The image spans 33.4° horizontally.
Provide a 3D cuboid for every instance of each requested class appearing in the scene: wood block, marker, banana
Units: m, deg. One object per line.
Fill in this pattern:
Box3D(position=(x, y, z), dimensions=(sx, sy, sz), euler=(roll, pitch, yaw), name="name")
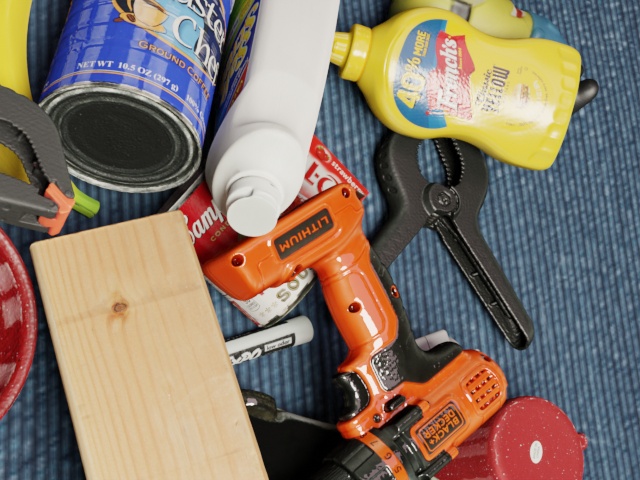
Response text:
Box3D(position=(-0.092, 0.099, 0.597), dimensions=(0.090, 0.090, 0.206), euler=(-14, 65, -14), name="wood block")
Box3D(position=(-0.059, 0.074, 0.707), dimensions=(0.120, 0.020, 0.020), euler=(-15, 81, -32), name="marker")
Box3D(position=(-0.195, -0.106, 0.682), dimensions=(0.069, 0.037, 0.198), euler=(-1, 76, -58), name="banana")

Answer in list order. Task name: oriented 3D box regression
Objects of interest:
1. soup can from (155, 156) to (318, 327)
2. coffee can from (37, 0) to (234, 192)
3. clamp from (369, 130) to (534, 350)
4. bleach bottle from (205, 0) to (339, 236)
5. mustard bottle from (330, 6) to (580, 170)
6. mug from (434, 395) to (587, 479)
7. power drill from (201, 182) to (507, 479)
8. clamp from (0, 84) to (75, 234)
Box3D(position=(-0.055, 0.001, 0.705), dimensions=(0.102, 0.069, 0.068), euler=(42, 58, -12), name="soup can")
Box3D(position=(-0.114, -0.116, 0.674), dimensions=(0.102, 0.103, 0.140), euler=(22, 54, -22), name="coffee can")
Box3D(position=(0.077, -0.021, 0.804), dimensions=(0.164, 0.036, 0.210), euler=(4, 69, -25), name="clamp")
Box3D(position=(-0.029, -0.100, 0.678), dimensions=(0.068, 0.103, 0.250), euler=(23, 38, -17), name="bleach bottle")
Box3D(position=(0.091, -0.120, 0.790), dimensions=(0.191, 0.058, 0.096), euler=(14, 94, -9), name="mustard bottle")
Box3D(position=(0.139, 0.154, 0.755), dimensions=(0.117, 0.082, 0.093), euler=(-3, 76, -30), name="mug")
Box3D(position=(0.008, 0.074, 0.649), dimensions=(0.184, 0.057, 0.187), euler=(-35, 97, -29), name="power drill")
Box3D(position=(-0.199, -0.077, 0.593), dimensions=(0.171, 0.039, 0.120), euler=(38, 59, -8), name="clamp")
